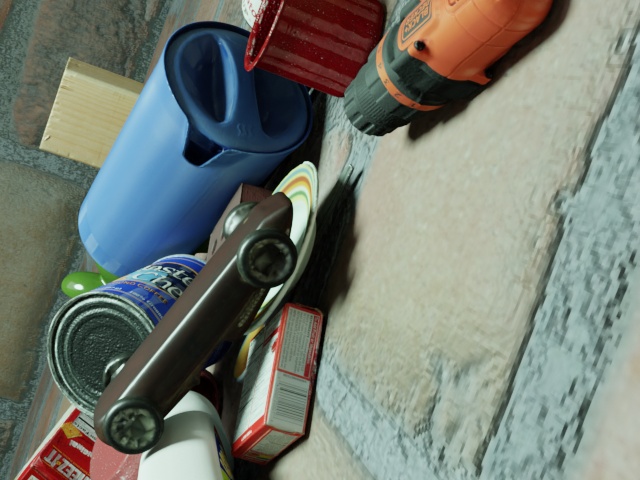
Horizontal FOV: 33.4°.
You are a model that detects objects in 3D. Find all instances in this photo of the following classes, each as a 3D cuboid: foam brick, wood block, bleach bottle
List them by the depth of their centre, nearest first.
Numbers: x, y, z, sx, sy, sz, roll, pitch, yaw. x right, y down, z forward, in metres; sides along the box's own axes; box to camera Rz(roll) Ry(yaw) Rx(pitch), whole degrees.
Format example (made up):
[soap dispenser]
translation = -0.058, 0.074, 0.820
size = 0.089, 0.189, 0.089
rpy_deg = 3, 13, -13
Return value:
[bleach bottle]
translation = -0.087, 0.160, 0.715
size = 0.251, 0.068, 0.102
rpy_deg = -122, 12, -71
[foam brick]
translation = -0.056, 0.001, 0.863
size = 0.078, 0.051, 0.053
rpy_deg = 126, 156, -46
[wood block]
translation = -0.187, -0.115, 1.151
size = 0.090, 0.206, 0.091
rpy_deg = -120, 50, -70

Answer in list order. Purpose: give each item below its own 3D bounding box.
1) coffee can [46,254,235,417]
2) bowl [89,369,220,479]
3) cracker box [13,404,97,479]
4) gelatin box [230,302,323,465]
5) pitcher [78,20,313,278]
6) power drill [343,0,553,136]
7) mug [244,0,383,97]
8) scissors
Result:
[coffee can]
translation = -0.138, 0.075, 0.862
size = 0.103, 0.103, 0.140
rpy_deg = -66, -13, 18
[bowl]
translation = -0.152, 0.176, 0.919
size = 0.162, 0.055, 0.162
rpy_deg = -43, 31, 35
[cracker box]
translation = -0.240, 0.213, 1.059
size = 0.164, 0.072, 0.213
rpy_deg = -48, 7, 34
[gelatin box]
translation = -0.029, 0.095, 0.705
size = 0.073, 0.030, 0.089
rpy_deg = 130, 154, -55
[pitcher]
translation = -0.116, -0.072, 0.932
size = 0.243, 0.148, 0.145
rpy_deg = -45, 61, 45
[power drill]
translation = 0.075, -0.163, 0.609
size = 0.185, 0.057, 0.187
rpy_deg = -31, 45, 61
[mug]
translation = -0.008, -0.158, 0.830
size = 0.117, 0.081, 0.093
rpy_deg = 158, 130, -69
[scissors]
translation = -0.024, 0.016, 0.804
size = 0.096, 0.016, 0.202
rpy_deg = -107, 39, -65
